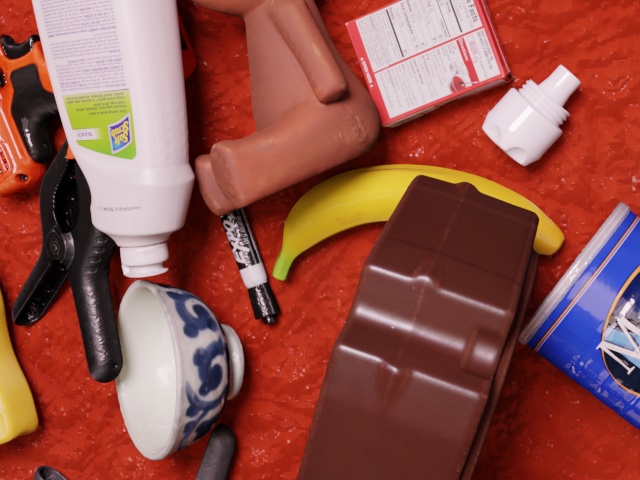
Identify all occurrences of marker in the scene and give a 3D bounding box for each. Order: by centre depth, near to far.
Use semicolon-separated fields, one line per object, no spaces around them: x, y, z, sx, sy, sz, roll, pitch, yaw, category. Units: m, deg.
-0.055;0.001;0.747;0.020;0.020;0.121;-20;88;19;marker

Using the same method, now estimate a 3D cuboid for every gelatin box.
0.070;-0.122;0.689;0.089;0.030;0.073;-21;87;19;gelatin box

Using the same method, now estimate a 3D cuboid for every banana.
0.057;-0.017;0.702;0.198;0.037;0.069;-5;111;20;banana

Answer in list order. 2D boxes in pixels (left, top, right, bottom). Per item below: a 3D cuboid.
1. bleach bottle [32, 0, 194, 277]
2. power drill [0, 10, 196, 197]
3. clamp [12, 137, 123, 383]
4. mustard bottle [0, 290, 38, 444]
-0.133;-0.102;0.680;0.103;0.067;0.251;1;102;37;bleach bottle
-0.195;-0.144;0.762;0.188;0.057;0.184;-22;92;22;power drill
-0.180;0.006;0.760;0.120;0.039;0.171;12;101;35;clamp
-0.280;0.063;0.806;0.096;0.058;0.191;-16;89;29;mustard bottle
